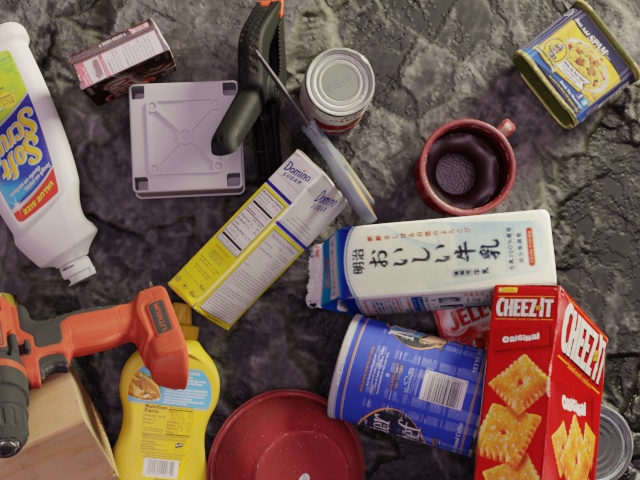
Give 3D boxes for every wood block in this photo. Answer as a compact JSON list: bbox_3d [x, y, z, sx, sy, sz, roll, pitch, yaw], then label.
[{"bbox_3d":[-0.301,0.203,0.963,0.206,0.091,0.090,-24,129,-7],"label":"wood block"}]

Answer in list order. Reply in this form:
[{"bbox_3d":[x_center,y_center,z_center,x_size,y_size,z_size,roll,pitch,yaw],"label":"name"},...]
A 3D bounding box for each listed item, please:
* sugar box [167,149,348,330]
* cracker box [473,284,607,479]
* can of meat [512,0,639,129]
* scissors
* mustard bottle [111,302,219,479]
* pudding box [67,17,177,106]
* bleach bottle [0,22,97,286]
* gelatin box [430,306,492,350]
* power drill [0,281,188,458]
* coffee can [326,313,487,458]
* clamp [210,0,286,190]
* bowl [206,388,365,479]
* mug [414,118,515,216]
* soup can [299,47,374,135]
[{"bbox_3d":[-0.057,0.001,1.021,0.048,0.093,0.176,41,88,23],"label":"sugar box"},{"bbox_3d":[0.204,0.166,0.968,0.072,0.164,0.213,-1,69,30],"label":"cracker box"},{"bbox_3d":[0.256,-0.175,1.077,0.084,0.057,0.102,-38,89,-2],"label":"can of meat"},{"bbox_3d":[0.002,-0.088,1.005,0.016,0.096,0.201,-33,129,9],"label":"scissors"},{"bbox_3d":[-0.148,0.155,1.032,0.096,0.058,0.191,9,86,-13],"label":"mustard bottle"},{"bbox_3d":[-0.188,-0.169,1.023,0.090,0.113,0.039,-26,89,-4],"label":"pudding box"},{"bbox_3d":[-0.281,-0.077,1.039,0.102,0.068,0.251,-27,91,-4],"label":"bleach bottle"},{"bbox_3d":[0.159,0.079,1.068,0.089,0.030,0.073,-15,87,-4],"label":"gelatin box"},{"bbox_3d":[-0.213,0.105,0.930,0.187,0.184,0.057,-6,128,-19],"label":"power drill"},{"bbox_3d":[0.088,0.137,1.010,0.140,0.102,0.103,15,86,10],"label":"coffee can"},{"bbox_3d":[-0.061,-0.141,1.020,0.036,0.164,0.210,0,77,14],"label":"clamp"},{"bbox_3d":[-0.025,0.224,1.019,0.162,0.055,0.162,1,86,-17],"label":"bowl"},{"bbox_3d":[0.145,-0.076,1.051,0.093,0.081,0.117,43,85,0],"label":"mug"},{"bbox_3d":[0.015,-0.144,1.038,0.068,0.102,0.068,0,86,-4],"label":"soup can"}]
